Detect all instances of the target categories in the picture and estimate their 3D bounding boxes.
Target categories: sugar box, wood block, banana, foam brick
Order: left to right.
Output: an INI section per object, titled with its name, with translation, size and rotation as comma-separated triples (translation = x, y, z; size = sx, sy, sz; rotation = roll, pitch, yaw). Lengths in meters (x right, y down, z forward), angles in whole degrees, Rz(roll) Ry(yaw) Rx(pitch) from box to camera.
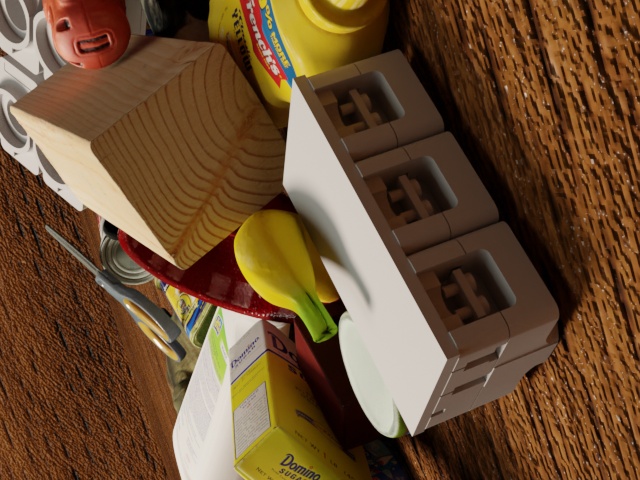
[wood block]
translation = -0.108, -0.063, 0.651
size = 0.090, 0.090, 0.206
rotation = 57, 164, -26
[banana]
translation = -0.016, 0.014, 0.579
size = 0.069, 0.037, 0.197
rotation = 64, -175, -2
[sugar box]
translation = -0.015, 0.123, 0.722
size = 0.093, 0.048, 0.176
rotation = 43, -169, -17
[foam brick]
translation = 0.022, 0.083, 0.679
size = 0.051, 0.053, 0.078
rotation = 88, 156, -47

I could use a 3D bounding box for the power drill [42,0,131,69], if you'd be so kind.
[power drill]
translation = -0.163, -0.219, 0.636
size = 0.184, 0.057, 0.187
rotation = -116, 11, -46

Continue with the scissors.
[scissors]
translation = -0.190, 0.054, 1.014
size = 0.202, 0.016, 0.096
rotation = 30, 154, 41

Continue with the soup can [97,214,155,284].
[soup can]
translation = -0.189, -0.007, 1.069
size = 0.102, 0.068, 0.068
rotation = -117, 13, -64

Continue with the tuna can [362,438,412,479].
[tuna can]
translation = 0.043, 0.185, 0.763
size = 0.086, 0.033, 0.086
rotation = 161, 90, -74

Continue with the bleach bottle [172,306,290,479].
[bleach bottle]
translation = -0.066, 0.111, 0.900
size = 0.103, 0.068, 0.251
rotation = -116, 35, -42

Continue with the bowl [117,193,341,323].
[bowl]
translation = -0.055, 0.001, 0.738
size = 0.162, 0.162, 0.055
rotation = 117, 173, -69

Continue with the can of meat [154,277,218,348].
[can of meat]
translation = -0.096, 0.034, 0.953
size = 0.084, 0.057, 0.102
rotation = 54, 126, 39

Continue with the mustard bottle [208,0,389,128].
[mustard bottle]
translation = -0.010, -0.113, 0.543
size = 0.192, 0.058, 0.096
rotation = 179, 77, -73
